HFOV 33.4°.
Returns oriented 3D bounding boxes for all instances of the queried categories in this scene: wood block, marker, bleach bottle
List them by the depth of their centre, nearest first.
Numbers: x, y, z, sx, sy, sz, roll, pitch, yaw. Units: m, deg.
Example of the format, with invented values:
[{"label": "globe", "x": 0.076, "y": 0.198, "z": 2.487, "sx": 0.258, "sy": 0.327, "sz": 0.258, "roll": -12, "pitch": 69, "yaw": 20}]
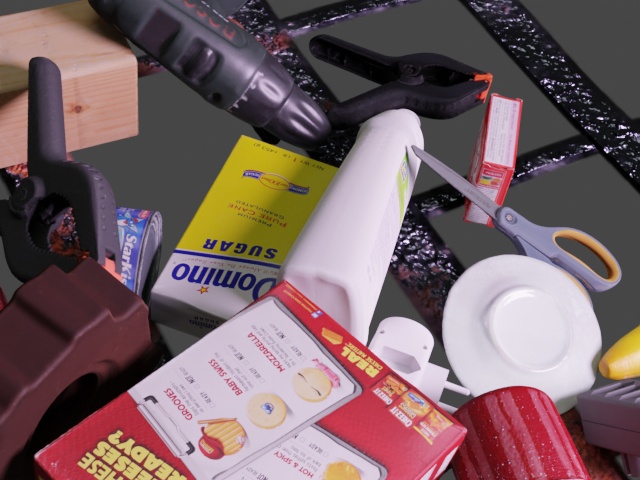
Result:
[{"label": "bleach bottle", "x": 0.036, "y": -0.020, "z": 0.845, "sx": 0.068, "sy": 0.102, "sz": 0.250, "roll": 11, "pitch": 41, "yaw": 14}, {"label": "wood block", "x": -0.263, "y": -0.121, "z": 0.878, "sx": 0.205, "sy": 0.091, "sz": 0.090, "roll": -16, "pitch": 55, "yaw": -20}, {"label": "marker", "x": -0.073, "y": -0.127, "z": 0.956, "sx": 0.020, "sy": 0.020, "sz": 0.121, "roll": -26, "pitch": 59, "yaw": -26}]

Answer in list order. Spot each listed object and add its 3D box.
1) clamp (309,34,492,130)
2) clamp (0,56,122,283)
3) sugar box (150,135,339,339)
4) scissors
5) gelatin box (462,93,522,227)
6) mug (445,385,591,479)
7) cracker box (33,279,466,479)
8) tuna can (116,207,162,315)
[{"label": "clamp", "x": 0.073, "y": -0.136, "z": 0.972, "sx": 0.171, "sy": 0.039, "sz": 0.120, "roll": 6, "pitch": 53, "yaw": -4}, {"label": "clamp", "x": -0.211, "y": -0.021, "z": 0.769, "sx": 0.164, "sy": 0.036, "sz": 0.210, "roll": -47, "pitch": 53, "yaw": 8}, {"label": "sugar box", "x": -0.055, "y": 0.001, "z": 0.837, "sx": 0.093, "sy": 0.048, "sz": 0.176, "roll": 19, "pitch": 50, "yaw": 7}, {"label": "scissors", "x": 0.150, "y": 0.003, "z": 0.845, "sx": 0.201, "sy": 0.016, "sz": 0.096, "roll": 24, "pitch": 60, "yaw": -12}, {"label": "gelatin box", "x": 0.145, "y": -0.068, "z": 0.903, "sx": 0.030, "sy": 0.073, "sz": 0.089, "roll": 12, "pitch": 50, "yaw": 1}, {"label": "mug", "x": 0.121, "y": 0.157, "z": 0.715, "sx": 0.117, "sy": 0.093, "sz": 0.081, "roll": -31, "pitch": 47, "yaw": 14}, {"label": "cracker box", "x": -0.041, "y": 0.141, "z": 0.659, "sx": 0.164, "sy": 0.072, "sz": 0.213, "roll": 39, "pitch": 51, "yaw": 21}, {"label": "tuna can", "x": -0.141, "y": 0.019, "z": 0.784, "sx": 0.034, "sy": 0.086, "sz": 0.086, "roll": 8, "pitch": 50, "yaw": 0}]
